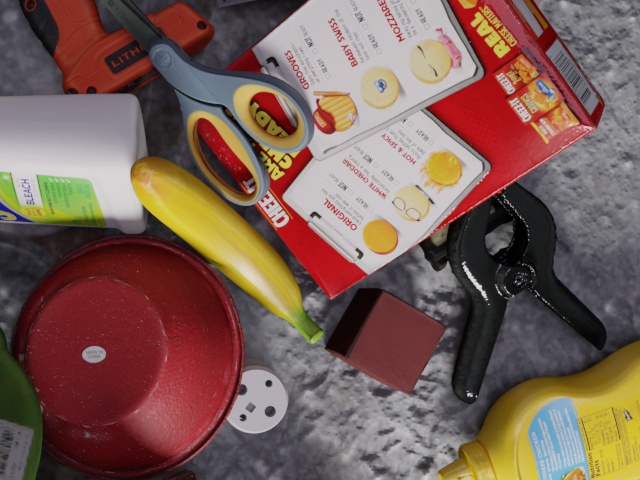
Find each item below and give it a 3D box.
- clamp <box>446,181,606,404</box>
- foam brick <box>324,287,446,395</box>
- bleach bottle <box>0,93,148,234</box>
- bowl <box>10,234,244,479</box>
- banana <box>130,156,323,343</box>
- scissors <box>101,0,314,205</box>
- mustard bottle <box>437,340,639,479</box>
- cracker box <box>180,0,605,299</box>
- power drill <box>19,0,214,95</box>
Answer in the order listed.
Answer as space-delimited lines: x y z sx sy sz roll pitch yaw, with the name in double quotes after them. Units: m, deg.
0.142 0.025 0.748 0.120 0.039 0.171 -14 112 -18 "clamp"
0.043 0.067 0.723 0.051 0.078 0.053 31 84 -7 "foam brick"
-0.238 -0.048 0.672 0.250 0.102 0.068 -1 64 -4 "bleach bottle"
-0.132 0.071 0.675 0.162 0.055 0.162 -2 80 10 "bowl"
-0.063 -0.004 0.687 0.037 0.070 0.197 -52 132 -7 "banana"
-0.076 -0.115 0.655 0.096 0.016 0.201 -21 106 27 "scissors"
0.174 0.141 0.755 0.191 0.058 0.096 -17 104 -10 "mustard bottle"
0.043 -0.087 0.674 0.214 0.072 0.164 -35 97 31 "cracker box"
-0.151 -0.194 0.701 0.184 0.057 0.187 -34 93 -5 "power drill"
